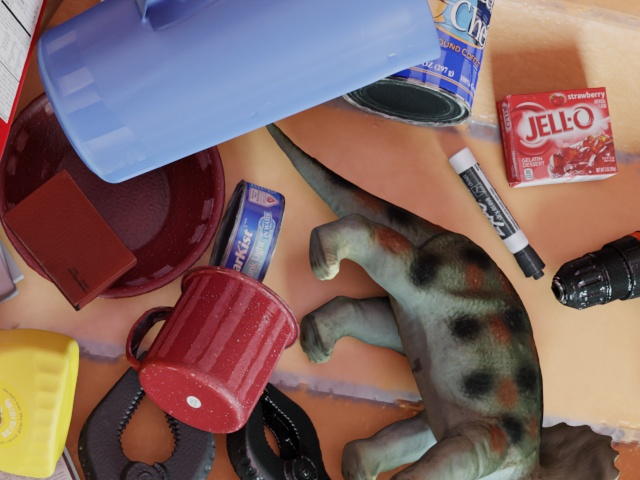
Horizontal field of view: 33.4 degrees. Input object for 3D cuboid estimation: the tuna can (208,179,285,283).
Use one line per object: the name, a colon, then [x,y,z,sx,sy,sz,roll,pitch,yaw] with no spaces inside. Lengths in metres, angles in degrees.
tuna can: [-0.055,0.001,0.777,0.033,0.086,0.086,18,80,-11]

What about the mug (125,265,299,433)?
mug: [-0.083,0.075,0.737,0.117,0.093,0.081,11,52,23]

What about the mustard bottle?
mustard bottle: [-0.261,0.094,0.701,0.191,0.058,0.096,11,109,-3]

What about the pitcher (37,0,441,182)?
pitcher: [-0.056,-0.138,0.685,0.243,0.145,0.149,-24,105,3]

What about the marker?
marker: [0.143,-0.020,0.856,0.020,0.020,0.121,-34,91,-14]

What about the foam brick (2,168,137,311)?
foam brick: [-0.167,0.001,0.713,0.053,0.051,0.078,-38,92,-13]

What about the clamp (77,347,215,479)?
clamp: [-0.111,0.175,0.730,0.164,0.036,0.210,12,57,-7]

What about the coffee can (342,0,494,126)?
coffee can: [0.079,-0.170,0.818,0.102,0.103,0.140,15,81,-10]

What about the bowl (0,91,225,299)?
bowl: [-0.152,-0.036,0.776,0.162,0.055,0.162,1,83,-12]

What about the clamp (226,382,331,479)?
clamp: [-0.025,0.180,0.765,0.171,0.039,0.120,56,32,2]

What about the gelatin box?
gelatin box: [0.192,-0.084,0.868,0.089,0.030,0.073,-6,84,-13]
